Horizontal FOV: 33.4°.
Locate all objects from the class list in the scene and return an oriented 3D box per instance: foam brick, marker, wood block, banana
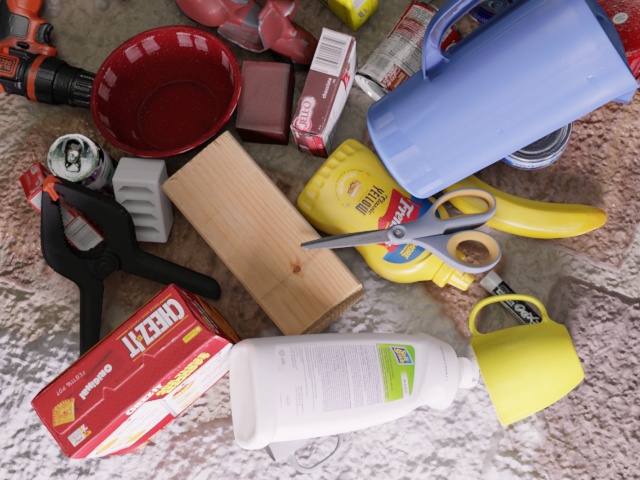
[{"bbox_3d":[-0.058,-0.145,1.129,0.051,0.053,0.078,5,79,6],"label":"foam brick"},{"bbox_3d":[0.211,0.079,1.081,0.020,0.020,0.121,-44,79,-3],"label":"marker"},{"bbox_3d":[-0.057,0.001,1.084,0.091,0.090,0.206,-40,79,-4],"label":"wood block"},{"bbox_3d":[0.191,-0.043,1.095,0.198,0.037,0.069,28,86,9],"label":"banana"}]

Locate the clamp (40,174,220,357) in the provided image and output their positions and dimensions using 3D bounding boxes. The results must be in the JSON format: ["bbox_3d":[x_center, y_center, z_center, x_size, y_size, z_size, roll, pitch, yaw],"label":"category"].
[{"bbox_3d":[-0.207,0.019,1.076,0.164,0.036,0.210,-25,115,-5],"label":"clamp"}]

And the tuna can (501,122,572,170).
[{"bbox_3d":[0.217,-0.118,1.107,0.086,0.033,0.086,-1,80,5],"label":"tuna can"}]

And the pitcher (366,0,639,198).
[{"bbox_3d":[0.162,-0.151,1.016,0.243,0.144,0.149,-31,76,20],"label":"pitcher"}]

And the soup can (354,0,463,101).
[{"bbox_3d":[0.092,-0.191,1.115,0.068,0.068,0.102,37,86,10],"label":"soup can"}]

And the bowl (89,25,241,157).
[{"bbox_3d":[-0.157,-0.146,1.126,0.162,0.055,0.162,-4,65,8],"label":"bowl"}]

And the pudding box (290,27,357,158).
[{"bbox_3d":[0.005,-0.150,1.105,0.039,0.090,0.113,19,82,6],"label":"pudding box"}]

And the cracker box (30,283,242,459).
[{"bbox_3d":[-0.161,0.126,1.008,0.164,0.213,0.072,-41,79,-3],"label":"cracker box"}]

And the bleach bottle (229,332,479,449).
[{"bbox_3d":[0.041,0.139,1.017,0.250,0.068,0.102,1,76,-27],"label":"bleach bottle"}]

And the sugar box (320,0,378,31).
[{"bbox_3d":[-0.016,-0.306,1.133,0.176,0.093,0.048,42,86,11],"label":"sugar box"}]

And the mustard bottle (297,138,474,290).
[{"bbox_3d":[0.076,-0.013,1.090,0.192,0.058,0.096,37,75,10],"label":"mustard bottle"}]

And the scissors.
[{"bbox_3d":[0.090,0.008,1.039,0.201,0.016,0.096,-22,72,-15],"label":"scissors"}]

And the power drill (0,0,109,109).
[{"bbox_3d":[-0.297,-0.243,1.166,0.184,0.057,0.187,15,82,8],"label":"power drill"}]

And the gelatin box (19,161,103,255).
[{"bbox_3d":[-0.266,-0.034,1.099,0.030,0.073,0.089,-42,119,-1],"label":"gelatin box"}]
